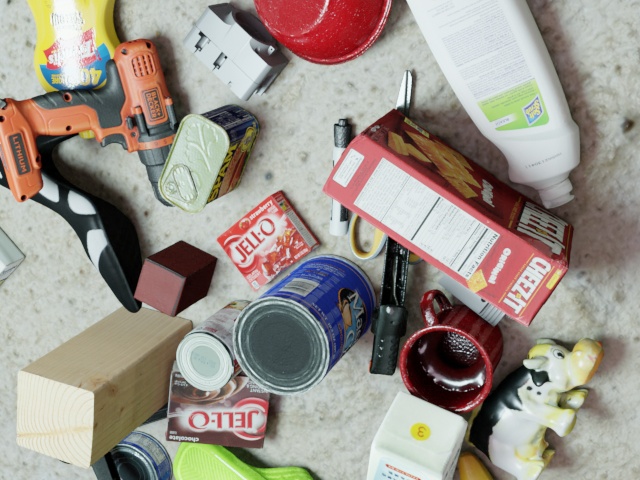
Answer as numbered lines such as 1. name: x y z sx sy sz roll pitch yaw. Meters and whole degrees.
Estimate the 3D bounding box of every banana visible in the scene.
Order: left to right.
1. banana: 0.216 0.301 1.116 0.198 0.037 0.070 33 98 9

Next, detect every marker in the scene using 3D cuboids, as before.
1. marker: 0.021 -0.065 1.091 0.020 0.020 0.121 9 109 20

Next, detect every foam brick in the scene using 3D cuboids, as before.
1. foam brick: -0.157 0.041 1.167 0.051 0.078 0.053 25 112 14

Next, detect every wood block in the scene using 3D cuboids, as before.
1. wood block: -0.229 0.151 1.159 0.091 0.205 0.090 14 111 18

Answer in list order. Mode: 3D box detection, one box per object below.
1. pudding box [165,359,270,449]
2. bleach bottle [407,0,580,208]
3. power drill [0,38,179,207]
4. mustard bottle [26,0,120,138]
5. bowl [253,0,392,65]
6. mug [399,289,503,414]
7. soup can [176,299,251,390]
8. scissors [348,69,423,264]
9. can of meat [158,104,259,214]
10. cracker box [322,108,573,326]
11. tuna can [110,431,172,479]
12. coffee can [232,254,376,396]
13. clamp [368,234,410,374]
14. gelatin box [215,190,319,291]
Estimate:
1. pudding box: -0.113 0.182 1.193 0.113 0.039 0.090 6 109 -4
2. bleach bottle: 0.165 -0.145 0.983 0.103 0.068 0.251 -20 100 28
3. power drill: -0.237 -0.102 1.114 0.057 0.187 0.184 27 133 63
4. mustard bottle: -0.260 -0.205 1.143 0.096 0.058 0.192 -2 107 5
5. bowl: -0.012 -0.243 1.011 0.162 0.055 0.162 13 113 34
6. mug: 0.130 0.103 1.063 0.093 0.081 0.117 -23 97 27
7. soup can: -0.103 0.112 1.152 0.069 0.102 0.068 7 109 20
8. scissors: 0.089 -0.060 1.067 0.096 0.016 0.202 28 115 11
9. can of meat: -0.113 -0.087 1.104 0.057 0.083 0.102 30 115 11
10. cracker box: 0.123 -0.029 0.969 0.214 0.164 0.072 33 110 5
11. tuna can: -0.225 0.277 1.293 0.086 0.033 0.086 7 109 21
12. coffee can: -0.013 0.083 1.083 0.103 0.140 0.103 7 109 21
13. clamp: 0.068 0.083 1.061 0.039 0.120 0.171 8 126 9
14. gelatin box: -0.058 0.001 1.139 0.089 0.030 0.073 -36 90 27
